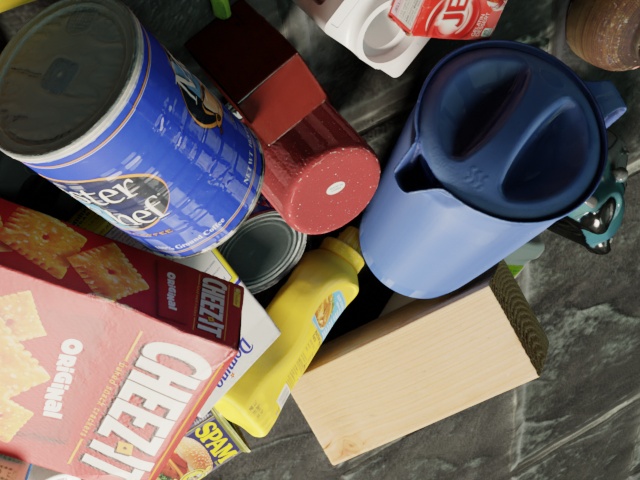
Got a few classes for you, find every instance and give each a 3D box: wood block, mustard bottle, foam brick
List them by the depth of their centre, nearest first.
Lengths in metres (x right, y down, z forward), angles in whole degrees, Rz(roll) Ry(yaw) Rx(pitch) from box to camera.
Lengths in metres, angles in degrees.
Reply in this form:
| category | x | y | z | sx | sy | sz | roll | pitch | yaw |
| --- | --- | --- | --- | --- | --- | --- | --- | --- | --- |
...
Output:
| category | x | y | z | sx | sy | sz | roll | pitch | yaw |
| --- | --- | --- | --- | --- | --- | --- | --- | --- | --- |
| foam brick | -0.042 | -0.112 | 0.707 | 0.053 | 0.078 | 0.051 | -39 | 141 | -1 |
| mustard bottle | -0.019 | 0.068 | 0.893 | 0.191 | 0.058 | 0.096 | -56 | 163 | -17 |
| wood block | 0.087 | 0.108 | 0.946 | 0.206 | 0.091 | 0.090 | -28 | -175 | 22 |

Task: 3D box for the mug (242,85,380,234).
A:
| category | x | y | z | sx | sy | sz | roll | pitch | yaw |
| --- | --- | --- | --- | --- | --- | --- | --- | --- | --- |
| mug | -0.005 | -0.053 | 0.794 | 0.093 | 0.082 | 0.117 | -41 | 143 | 2 |

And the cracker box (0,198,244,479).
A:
| category | x | y | z | sx | sy | sz | roll | pitch | yaw |
| --- | --- | --- | --- | --- | --- | --- | --- | --- | --- |
| cracker box | -0.180 | 0.069 | 0.691 | 0.213 | 0.072 | 0.164 | 22 | 125 | -16 |

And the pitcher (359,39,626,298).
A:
| category | x | y | z | sx | sy | sz | roll | pitch | yaw |
| --- | --- | --- | --- | --- | --- | --- | --- | --- | --- |
| pitcher | 0.115 | -0.041 | 0.809 | 0.243 | 0.149 | 0.145 | 120 | -11 | -69 |

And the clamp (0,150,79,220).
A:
| category | x | y | z | sx | sy | sz | roll | pitch | yaw |
| --- | --- | --- | --- | --- | --- | --- | --- | --- | --- |
| clamp | -0.184 | -0.064 | 0.668 | 0.120 | 0.039 | 0.172 | 2 | 123 | -41 |

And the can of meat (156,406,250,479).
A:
| category | x | y | z | sx | sy | sz | roll | pitch | yaw |
| --- | --- | --- | --- | --- | --- | --- | --- | --- | --- |
| can of meat | -0.121 | 0.173 | 0.949 | 0.084 | 0.057 | 0.102 | -32 | 142 | -5 |

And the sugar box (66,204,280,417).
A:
| category | x | y | z | sx | sy | sz | roll | pitch | yaw |
| --- | --- | --- | --- | --- | --- | --- | --- | --- | --- |
| sugar box | -0.111 | 0.038 | 0.772 | 0.093 | 0.048 | 0.176 | -46 | 128 | -18 |

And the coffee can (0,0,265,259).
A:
| category | x | y | z | sx | sy | sz | roll | pitch | yaw |
| --- | --- | --- | --- | --- | --- | --- | --- | --- | --- |
| coffee can | -0.110 | -0.062 | 0.626 | 0.103 | 0.103 | 0.140 | -43 | 144 | 4 |

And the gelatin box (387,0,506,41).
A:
| category | x | y | z | sx | sy | sz | roll | pitch | yaw |
| --- | --- | --- | --- | --- | --- | --- | --- | --- | --- |
| gelatin box | 0.093 | -0.174 | 0.691 | 0.073 | 0.030 | 0.089 | -4 | 130 | -37 |

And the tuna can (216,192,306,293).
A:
| category | x | y | z | sx | sy | sz | roll | pitch | yaw |
| --- | --- | --- | --- | --- | --- | --- | --- | --- | --- |
| tuna can | -0.056 | 0.001 | 0.846 | 0.086 | 0.034 | 0.086 | -23 | 140 | -21 |
